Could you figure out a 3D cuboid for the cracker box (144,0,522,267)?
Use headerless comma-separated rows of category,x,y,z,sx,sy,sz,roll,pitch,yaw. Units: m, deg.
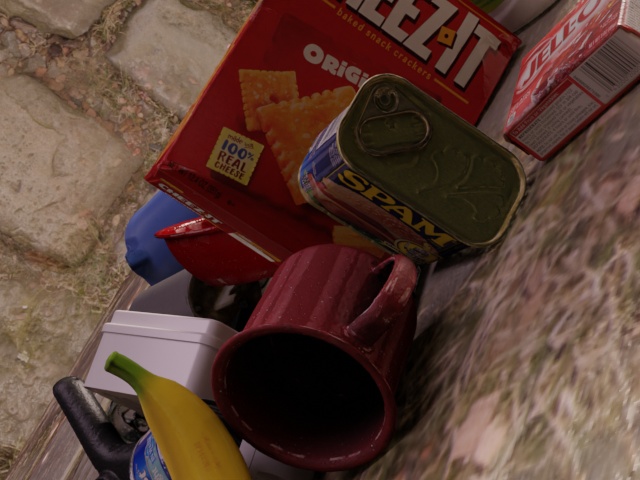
cracker box,0.011,-0.087,0.705,0.213,0.164,0.072,-59,13,-11

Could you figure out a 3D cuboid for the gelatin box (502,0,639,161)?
gelatin box,0.133,-0.092,0.541,0.089,0.030,0.073,-45,15,44

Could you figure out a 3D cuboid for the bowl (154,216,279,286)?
bowl,-0.056,0.001,0.904,0.162,0.055,0.162,-12,6,1

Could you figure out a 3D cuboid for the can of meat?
can of meat,0.045,-0.033,0.573,0.057,0.102,0.084,-60,10,-18

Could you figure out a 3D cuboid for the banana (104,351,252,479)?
banana,-0.056,0.135,0.491,0.037,0.069,0.198,-62,35,33

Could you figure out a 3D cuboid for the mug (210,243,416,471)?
mug,0.008,0.048,0.533,0.117,0.093,0.081,-50,8,37

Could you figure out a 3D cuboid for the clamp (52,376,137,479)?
clamp,-0.140,0.178,0.731,0.172,0.039,0.120,26,113,41

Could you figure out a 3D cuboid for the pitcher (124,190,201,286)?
pitcher,-0.117,-0.043,1.269,0.243,0.144,0.149,-40,31,45
